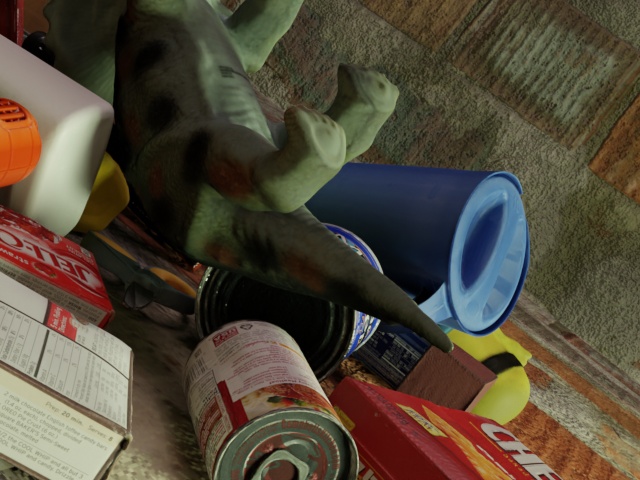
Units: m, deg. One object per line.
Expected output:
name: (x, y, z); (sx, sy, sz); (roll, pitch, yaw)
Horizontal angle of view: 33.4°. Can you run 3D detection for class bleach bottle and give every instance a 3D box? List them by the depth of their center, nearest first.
bleach bottle: (-0.247, -0.098, 0.632); (0.251, 0.103, 0.068); (31, 27, 10)

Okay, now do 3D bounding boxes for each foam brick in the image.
foam brick: (0.085, 0.117, 0.795); (0.051, 0.078, 0.053); (40, 9, 15)

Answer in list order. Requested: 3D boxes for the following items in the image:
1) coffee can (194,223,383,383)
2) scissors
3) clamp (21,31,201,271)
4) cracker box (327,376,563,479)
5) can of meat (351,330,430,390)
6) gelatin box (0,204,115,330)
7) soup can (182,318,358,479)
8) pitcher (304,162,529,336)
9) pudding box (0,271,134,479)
coffee can: (-0.015, 0.041, 0.718); (0.103, 0.103, 0.140); (37, 9, 7)
scissors: (-0.120, 0.018, 0.635); (0.096, 0.016, 0.201); (32, -1, 8)
clamp: (-0.157, -0.065, 0.811); (0.210, 0.036, 0.165); (47, -14, 0)
cracker box: (0.097, 0.164, 0.606); (0.164, 0.072, 0.213); (42, 10, 33)
can of meat: (0.084, 0.106, 0.925); (0.084, 0.057, 0.102); (38, 7, 30)
gelatin box: (-0.155, 0.013, 0.556); (0.089, 0.030, 0.073); (31, 10, -30)
soup can: (-0.028, 0.089, 0.527); (0.068, 0.068, 0.102); (32, 9, -24)
pitcher: (0.040, 0.000, 0.903); (0.243, 0.145, 0.149); (10, -5, 36)
pudding box: (-0.132, 0.048, 0.437); (0.113, 0.039, 0.090); (32, 10, -16)
